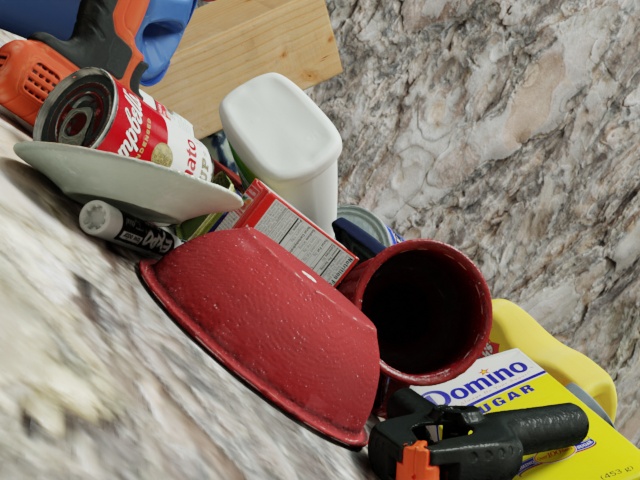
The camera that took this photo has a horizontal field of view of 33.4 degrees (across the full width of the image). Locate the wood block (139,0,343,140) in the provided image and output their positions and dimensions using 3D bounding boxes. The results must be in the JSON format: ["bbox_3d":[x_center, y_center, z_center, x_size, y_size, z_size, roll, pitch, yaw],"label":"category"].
[{"bbox_3d":[-0.095,-0.171,1.023,0.091,0.206,0.090,42,-25,53],"label":"wood block"}]

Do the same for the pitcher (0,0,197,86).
[{"bbox_3d":[-0.230,-0.230,0.877,0.243,0.149,0.144,19,31,8],"label":"pitcher"}]

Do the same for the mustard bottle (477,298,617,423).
[{"bbox_3d":[0.164,0.105,0.909,0.192,0.058,0.096,42,-36,46],"label":"mustard bottle"}]

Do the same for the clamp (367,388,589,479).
[{"bbox_3d":[0.066,0.106,0.580,0.120,0.039,0.171,-4,-3,30],"label":"clamp"}]

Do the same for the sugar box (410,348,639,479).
[{"bbox_3d":[0.126,0.129,0.671,0.176,0.093,0.048,-134,-149,-63],"label":"sugar box"}]

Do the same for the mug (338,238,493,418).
[{"bbox_3d":[0.054,0.060,0.706,0.093,0.117,0.082,13,-7,-11],"label":"mug"}]

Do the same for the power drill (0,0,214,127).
[{"bbox_3d":[-0.125,-0.134,0.760,0.057,0.187,0.184,12,-18,43],"label":"power drill"}]

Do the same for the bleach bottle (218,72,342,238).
[{"bbox_3d":[-0.023,-0.023,0.888,0.103,0.068,0.251,51,-15,28],"label":"bleach bottle"}]

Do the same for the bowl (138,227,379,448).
[{"bbox_3d":[-0.021,0.042,0.592,0.162,0.055,0.162,39,3,-2],"label":"bowl"}]

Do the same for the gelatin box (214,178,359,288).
[{"bbox_3d":[-0.030,0.014,0.710,0.089,0.073,0.030,37,3,-31],"label":"gelatin box"}]

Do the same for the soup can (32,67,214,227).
[{"bbox_3d":[-0.125,-0.057,0.689,0.069,0.068,0.102,41,4,40],"label":"soup can"}]

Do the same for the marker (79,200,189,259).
[{"bbox_3d":[-0.100,-0.001,0.614,0.020,0.020,0.121,40,3,21],"label":"marker"}]
